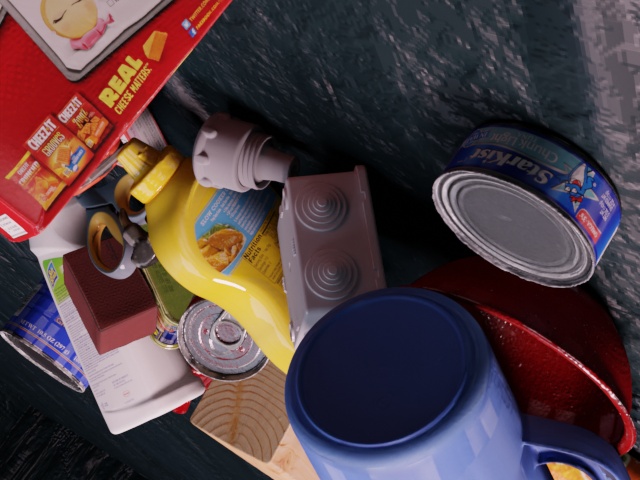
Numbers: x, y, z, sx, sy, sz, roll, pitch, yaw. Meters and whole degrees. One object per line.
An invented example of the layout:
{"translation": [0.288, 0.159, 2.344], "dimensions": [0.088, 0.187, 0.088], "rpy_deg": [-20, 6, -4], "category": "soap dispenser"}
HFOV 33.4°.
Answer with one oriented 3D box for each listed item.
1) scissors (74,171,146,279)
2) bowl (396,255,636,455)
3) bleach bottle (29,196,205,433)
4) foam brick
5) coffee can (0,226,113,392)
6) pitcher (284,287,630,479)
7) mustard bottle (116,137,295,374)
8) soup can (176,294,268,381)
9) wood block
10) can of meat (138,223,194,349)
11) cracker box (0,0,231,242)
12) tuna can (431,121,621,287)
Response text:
{"translation": [-0.181, -0.049, 0.883], "dimensions": [0.016, 0.096, 0.202], "rpy_deg": [25, -157, -43], "category": "scissors"}
{"translation": [0.116, 0.057, 0.616], "dimensions": [0.162, 0.055, 0.162], "rpy_deg": [31, 160, 12], "category": "bowl"}
{"translation": [-0.202, 0.047, 0.981], "dimensions": [0.103, 0.067, 0.251], "rpy_deg": [-28, 86, 40], "category": "bleach bottle"}
{"translation": [-0.174, 0.045, 0.884], "dimensions": [0.078, 0.052, 0.051], "rpy_deg": [59, 155, 23], "category": "foam brick"}
{"translation": [-0.237, 0.066, 1.075], "dimensions": [0.103, 0.140, 0.103], "rpy_deg": [30, 160, 12], "category": "coffee can"}
{"translation": [0.078, 0.134, 0.609], "dimensions": [0.145, 0.149, 0.242], "rpy_deg": [37, 162, 41], "category": "pitcher"}
{"translation": [-0.055, 0.001, 0.702], "dimensions": [0.191, 0.096, 0.058], "rpy_deg": [41, 141, -15], "category": "mustard bottle"}
{"translation": [-0.059, 0.048, 0.786], "dimensions": [0.068, 0.102, 0.068], "rpy_deg": [4, 116, 8], "category": "soup can"}
{"translation": [-0.017, 0.174, 0.959], "dimensions": [0.090, 0.090, 0.206], "rpy_deg": [21, 163, 33], "category": "wood block"}
{"translation": [-0.129, 0.035, 0.918], "dimensions": [0.102, 0.057, 0.084], "rpy_deg": [63, 159, 8], "category": "can of meat"}
{"translation": [-0.170, -0.128, 0.498], "dimensions": [0.213, 0.164, 0.072], "rpy_deg": [42, 157, -18], "category": "cracker box"}
{"translation": [0.098, -0.017, 0.510], "dimensions": [0.086, 0.033, 0.086], "rpy_deg": [31, 160, 12], "category": "tuna can"}
